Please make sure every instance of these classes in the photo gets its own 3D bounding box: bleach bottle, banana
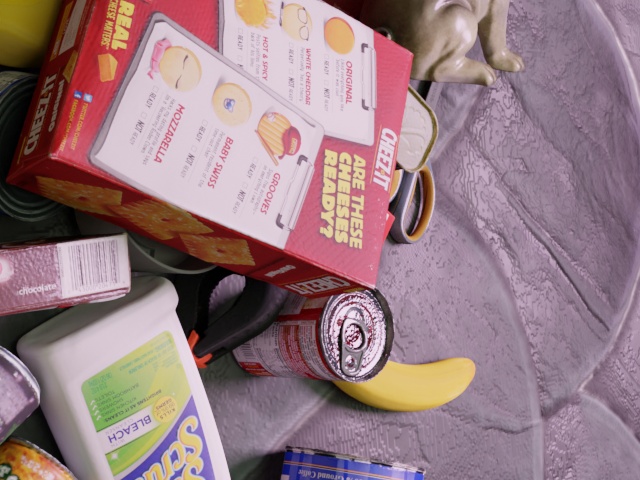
[{"bbox_3d":[-0.096,0.155,0.677,0.102,0.068,0.251,-30,108,-28],"label":"bleach bottle"},{"bbox_3d":[0.056,0.100,0.839,0.197,0.037,0.069,27,69,-37],"label":"banana"}]

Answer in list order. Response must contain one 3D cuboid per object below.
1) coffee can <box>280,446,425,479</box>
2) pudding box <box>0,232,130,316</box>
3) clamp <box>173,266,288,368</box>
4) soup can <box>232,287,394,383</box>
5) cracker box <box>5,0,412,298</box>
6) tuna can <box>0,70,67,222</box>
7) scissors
[{"bbox_3d":[0.013,0.222,0.746,0.102,0.103,0.140,21,73,-39],"label":"coffee can"},{"bbox_3d":[-0.177,0.020,0.599,0.113,0.090,0.039,-7,94,-43],"label":"pudding box"},{"bbox_3d":[-0.055,0.001,0.725,0.171,0.120,0.039,-53,149,-12],"label":"clamp"},{"bbox_3d":[-0.008,0.063,0.739,0.068,0.102,0.068,4,84,-42],"label":"soup can"},{"bbox_3d":[-0.056,-0.075,0.628,0.213,0.072,0.164,23,68,-32],"label":"cracker box"},{"bbox_3d":[-0.175,-0.056,0.625,0.086,0.034,0.086,-29,125,-52],"label":"tuna can"},{"bbox_3d":[0.072,-0.098,0.883,0.096,0.016,0.202,17,75,-40],"label":"scissors"}]
